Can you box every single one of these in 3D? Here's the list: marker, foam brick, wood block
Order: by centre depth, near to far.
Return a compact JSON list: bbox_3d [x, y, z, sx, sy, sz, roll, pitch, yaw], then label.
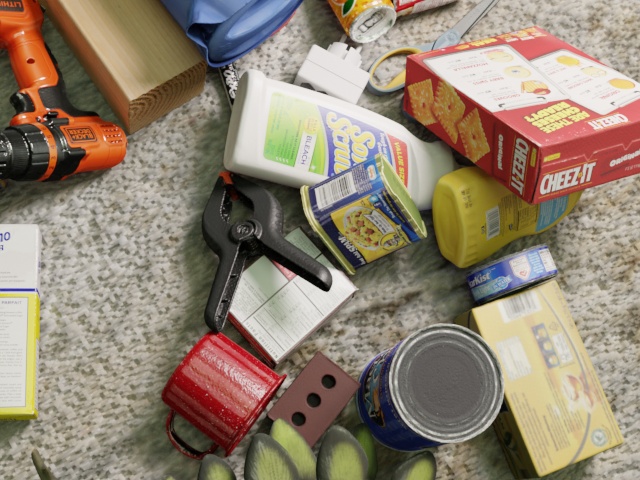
[{"bbox_3d":[-0.007,0.149,0.992,0.053,0.051,0.078,38,81,4],"label":"foam brick"},{"bbox_3d":[-0.205,-0.220,1.038,0.090,0.090,0.206,-34,83,-16],"label":"wood block"},{"bbox_3d":[-0.088,-0.153,1.078,0.020,0.020,0.121,-15,79,-13],"label":"marker"}]

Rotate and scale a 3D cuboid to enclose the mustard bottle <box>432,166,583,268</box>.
[{"bbox_3d":[0.204,-0.048,1.065,0.191,0.058,0.096,-22,124,-22],"label":"mustard bottle"}]

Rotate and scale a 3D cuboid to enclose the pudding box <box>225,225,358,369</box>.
[{"bbox_3d":[-0.034,0.054,1.025,0.113,0.039,0.090,-41,85,-15],"label":"pudding box"}]

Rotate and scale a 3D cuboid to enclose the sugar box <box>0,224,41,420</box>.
[{"bbox_3d":[-0.303,0.074,0.970,0.093,0.048,0.176,1,72,-10],"label":"sugar box"}]

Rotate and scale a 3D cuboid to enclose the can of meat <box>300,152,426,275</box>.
[{"bbox_3d":[0.042,-0.025,1.011,0.084,0.102,0.057,-25,43,15],"label":"can of meat"}]

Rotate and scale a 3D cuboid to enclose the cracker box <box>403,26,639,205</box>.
[{"bbox_3d":[0.204,-0.125,1.026,0.164,0.072,0.214,-17,38,-23],"label":"cracker box"}]

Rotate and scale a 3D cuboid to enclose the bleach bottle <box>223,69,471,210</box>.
[{"bbox_3d":[0.036,-0.091,1.051,0.250,0.068,0.102,11,89,-15],"label":"bleach bottle"}]

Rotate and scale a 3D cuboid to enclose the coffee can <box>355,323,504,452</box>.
[{"bbox_3d":[0.096,0.137,0.972,0.102,0.140,0.103,2,76,-10],"label":"coffee can"}]

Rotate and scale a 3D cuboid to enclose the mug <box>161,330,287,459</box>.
[{"bbox_3d":[-0.096,0.145,0.971,0.081,0.093,0.117,36,102,5],"label":"mug"}]

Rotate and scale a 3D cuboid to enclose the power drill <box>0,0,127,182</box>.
[{"bbox_3d":[-0.283,-0.138,0.980,0.184,0.057,0.188,-13,71,-57],"label":"power drill"}]

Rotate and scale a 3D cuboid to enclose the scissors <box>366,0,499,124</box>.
[{"bbox_3d":[0.141,-0.193,1.129,0.201,0.016,0.096,-28,84,-15],"label":"scissors"}]

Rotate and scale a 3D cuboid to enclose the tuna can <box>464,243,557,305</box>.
[{"bbox_3d":[0.187,0.034,1.043,0.086,0.086,0.034,-18,81,-14],"label":"tuna can"}]

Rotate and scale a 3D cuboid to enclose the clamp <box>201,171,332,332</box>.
[{"bbox_3d":[-0.057,0.001,0.999,0.120,0.039,0.171,-10,56,-1],"label":"clamp"}]

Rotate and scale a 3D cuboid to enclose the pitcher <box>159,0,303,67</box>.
[{"bbox_3d":[-0.119,-0.292,0.982,0.145,0.149,0.243,-41,85,4],"label":"pitcher"}]
